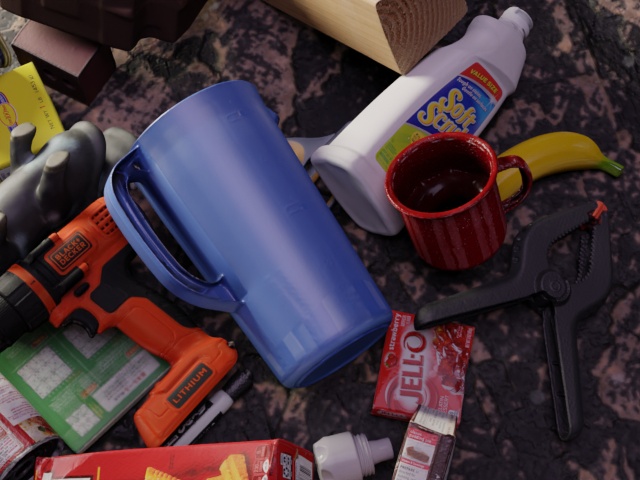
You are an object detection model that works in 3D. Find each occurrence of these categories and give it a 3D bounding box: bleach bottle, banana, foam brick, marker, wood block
[{"bbox_3d":[0.106,-0.125,0.959,0.250,0.102,0.068,-49,33,-18],"label":"bleach bottle"},{"bbox_3d":[0.177,-0.048,0.956,0.197,0.037,0.070,-28,68,-11],"label":"banana"},{"bbox_3d":[-0.241,-0.174,1.006,0.078,0.053,0.051,27,70,12],"label":"foam brick"},{"bbox_3d":[-0.100,0.152,0.884,0.020,0.020,0.121,41,73,16],"label":"marker"},{"bbox_3d":[0.022,-0.245,0.974,0.090,0.090,0.206,-46,52,-12],"label":"wood block"}]

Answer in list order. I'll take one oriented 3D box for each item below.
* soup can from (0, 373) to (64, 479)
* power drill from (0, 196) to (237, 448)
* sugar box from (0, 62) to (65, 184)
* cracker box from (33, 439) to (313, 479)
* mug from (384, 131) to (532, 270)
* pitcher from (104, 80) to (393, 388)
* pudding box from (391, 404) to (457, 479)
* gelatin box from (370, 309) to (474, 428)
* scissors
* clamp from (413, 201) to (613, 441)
[{"bbox_3d":[-0.266,0.149,0.861,0.102,0.068,0.068,42,73,16],"label":"soup can"},{"bbox_3d":[-0.175,0.079,0.864,0.187,0.057,0.184,44,66,1],"label":"power drill"},{"bbox_3d":[-0.324,-0.085,0.973,0.176,0.048,0.093,-25,69,-11],"label":"sugar box"},{"bbox_3d":[-0.115,0.237,0.783,0.214,0.072,0.164,-8,65,21],"label":"cracker box"},{"bbox_3d":[0.119,-0.034,0.881,0.117,0.081,0.093,-23,46,3],"label":"mug"},{"bbox_3d":[-0.056,0.001,0.883,0.149,0.145,0.243,-36,76,6],"label":"pitcher"},{"bbox_3d":[0.075,0.177,0.809,0.039,0.113,0.090,15,90,7],"label":"pudding box"},{"bbox_3d":[0.086,0.109,0.894,0.073,0.030,0.089,11,67,5],"label":"gelatin box"},{"bbox_3d":[0.009,-0.103,0.993,0.096,0.016,0.201,26,69,11],"label":"scissors"},{"bbox_3d":[0.197,0.054,0.905,0.164,0.036,0.209,44,64,2],"label":"clamp"}]
